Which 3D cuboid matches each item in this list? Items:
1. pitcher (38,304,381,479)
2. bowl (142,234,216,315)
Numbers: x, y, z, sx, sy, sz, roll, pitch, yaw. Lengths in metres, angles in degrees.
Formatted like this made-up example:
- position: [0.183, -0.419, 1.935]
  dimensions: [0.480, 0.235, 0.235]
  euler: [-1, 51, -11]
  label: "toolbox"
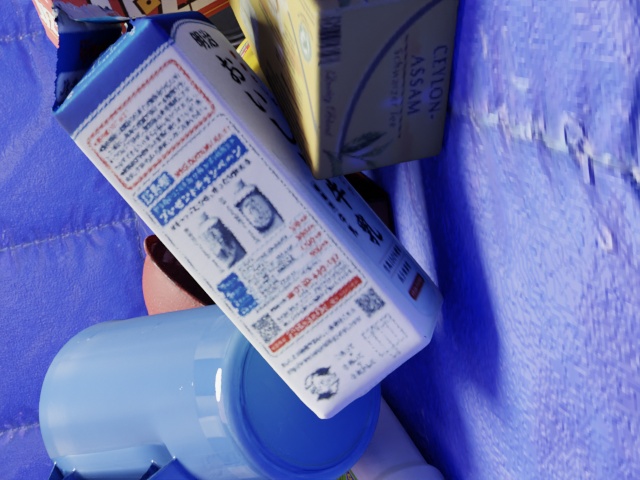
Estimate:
- position: [-0.079, 0.109, 0.672]
  dimensions: [0.243, 0.144, 0.149]
  euler: [-18, 70, 53]
  label: "pitcher"
- position: [-0.094, 0.062, 0.915]
  dimensions: [0.055, 0.162, 0.162]
  euler: [-56, 27, 10]
  label: "bowl"
